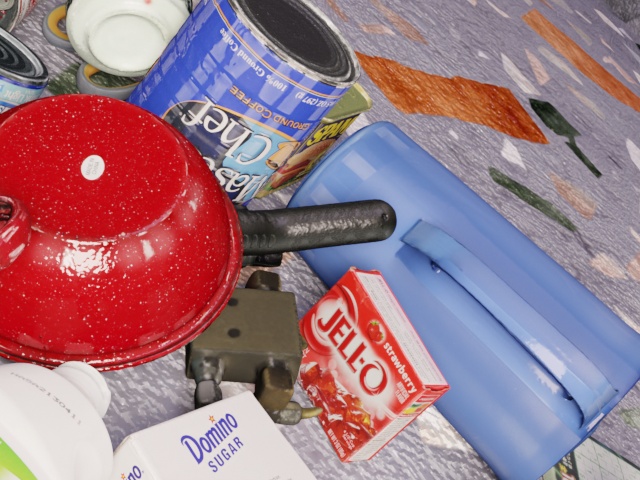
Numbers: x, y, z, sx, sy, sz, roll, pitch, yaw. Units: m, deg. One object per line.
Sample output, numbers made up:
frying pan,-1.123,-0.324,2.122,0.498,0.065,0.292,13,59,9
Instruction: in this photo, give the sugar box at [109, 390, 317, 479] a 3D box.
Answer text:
sugar box,-0.017,0.156,0.476,0.176,0.048,0.093,49,27,19

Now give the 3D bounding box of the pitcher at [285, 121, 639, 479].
pitcher,0.090,0.035,0.697,0.243,0.149,0.144,45,41,10

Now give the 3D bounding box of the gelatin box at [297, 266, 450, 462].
gelatin box,0.023,0.071,0.618,0.030,0.073,0.089,8,43,-49

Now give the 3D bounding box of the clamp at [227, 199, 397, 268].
clamp,-0.054,0.001,0.621,0.171,0.120,0.039,-2,75,-33

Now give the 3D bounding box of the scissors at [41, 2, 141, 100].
scissors,-0.116,-0.159,0.761,0.096,0.016,0.201,35,45,6

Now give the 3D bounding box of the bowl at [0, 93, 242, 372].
bowl,-0.112,-0.019,0.510,0.162,0.055,0.162,8,51,-10

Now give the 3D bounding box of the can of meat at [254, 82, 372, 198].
can of meat,-0.021,-0.082,0.768,0.057,0.084,0.102,47,27,7

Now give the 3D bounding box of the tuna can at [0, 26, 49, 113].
tuna can,-0.195,-0.099,0.591,0.086,0.034,0.086,34,15,-10

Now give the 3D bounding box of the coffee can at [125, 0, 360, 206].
coffee can,-0.058,-0.082,0.655,0.102,0.140,0.103,32,29,-21
